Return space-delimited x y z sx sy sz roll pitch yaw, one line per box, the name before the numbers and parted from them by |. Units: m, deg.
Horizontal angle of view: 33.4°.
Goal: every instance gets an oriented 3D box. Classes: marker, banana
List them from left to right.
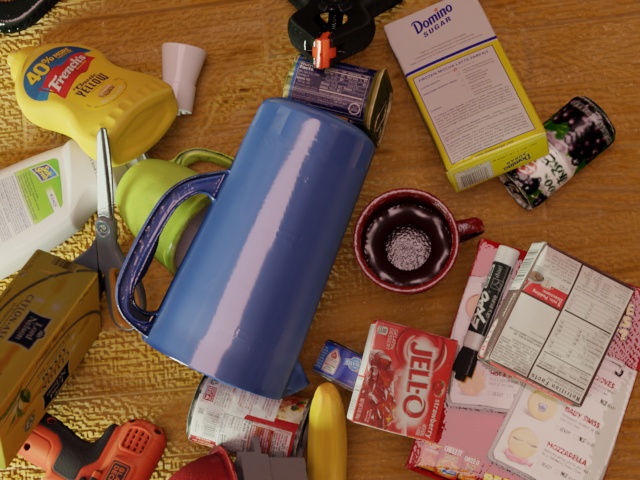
banana | 0.005 0.216 0.943 0.037 0.069 0.198 3 96 -2
marker | 0.140 0.063 0.909 0.020 0.020 0.121 21 84 9

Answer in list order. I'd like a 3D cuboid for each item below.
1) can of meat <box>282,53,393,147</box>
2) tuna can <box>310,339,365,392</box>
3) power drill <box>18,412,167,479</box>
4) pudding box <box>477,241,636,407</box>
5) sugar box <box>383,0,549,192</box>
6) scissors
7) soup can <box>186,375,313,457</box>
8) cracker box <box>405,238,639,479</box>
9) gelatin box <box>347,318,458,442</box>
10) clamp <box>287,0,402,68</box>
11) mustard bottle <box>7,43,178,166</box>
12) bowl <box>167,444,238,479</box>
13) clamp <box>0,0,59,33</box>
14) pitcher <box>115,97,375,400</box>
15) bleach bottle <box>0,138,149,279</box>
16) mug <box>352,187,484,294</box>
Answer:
can of meat | 0.017 -0.130 0.983 0.084 0.102 0.057 15 84 11
tuna can | 0.037 0.120 0.952 0.086 0.086 0.034 25 84 10
power drill | -0.255 0.221 0.963 0.188 0.057 0.184 22 59 9
pudding box | 0.196 0.069 0.886 0.090 0.039 0.113 28 86 -2
sugar box | 0.131 -0.139 0.973 0.093 0.048 0.176 -22 59 5
scissors | -0.213 -0.006 0.986 0.096 0.016 0.202 -2 114 22
soup can | -0.062 0.163 0.966 0.102 0.068 0.068 15 84 9
cracker box | 0.185 0.126 0.940 0.164 0.072 0.213 18 84 9
gelatin box | 0.069 0.117 0.896 0.073 0.030 0.089 16 84 -6
clamp | 0.023 -0.207 0.981 0.120 0.039 0.171 -6 37 4
mustard bottle | -0.233 -0.142 1.019 0.192 0.058 0.096 28 61 30
bowl | -0.109 0.257 0.908 0.055 0.162 0.162 1 81 -19
clamp | -0.351 -0.255 1.076 0.210 0.036 0.164 -21 81 2
pitcher | -0.056 0.001 0.915 0.145 0.149 0.243 22 87 33
bleach bottle | -0.278 -0.024 1.023 0.251 0.068 0.102 -24 79 1
mug | 0.090 0.002 0.964 0.117 0.081 0.093 -18 80 4
